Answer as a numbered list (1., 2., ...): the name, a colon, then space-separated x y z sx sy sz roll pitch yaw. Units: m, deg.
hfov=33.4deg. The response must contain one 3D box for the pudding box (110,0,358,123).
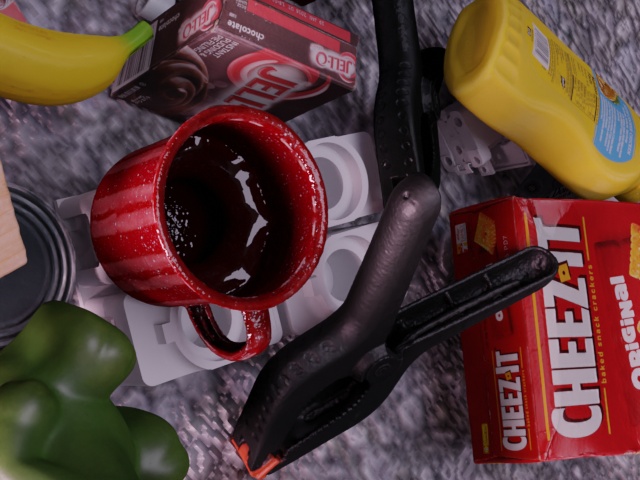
1. pudding box: -0.048 -0.095 0.582 0.089 0.114 0.039 19 70 -34

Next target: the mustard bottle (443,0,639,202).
1. mustard bottle: 0.167 -0.080 0.712 0.191 0.058 0.096 34 42 -25

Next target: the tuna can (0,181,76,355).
1. tuna can: -0.167 0.014 0.528 0.085 0.034 0.086 5 81 -36

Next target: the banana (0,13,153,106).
1. banana: -0.173 -0.111 0.502 0.197 0.037 0.069 24 52 -32

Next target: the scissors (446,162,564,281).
1. scissors: 0.173 -0.034 0.767 0.201 0.096 0.016 -60 157 -28

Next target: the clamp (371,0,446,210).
1. clamp: 0.058 -0.086 0.671 0.120 0.039 0.171 34 54 -58

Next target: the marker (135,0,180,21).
1. marker: -0.054 -0.116 0.639 0.121 0.020 0.020 24 70 -32

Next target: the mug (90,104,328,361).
1. mug: -0.053 0.001 0.507 0.093 0.082 0.117 -21 97 -37

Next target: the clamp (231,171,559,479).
1. clamp: 0.024 0.052 0.581 0.210 0.036 0.164 -41 145 10

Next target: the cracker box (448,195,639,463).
1. cracker box: 0.196 0.058 0.711 0.213 0.072 0.164 2 78 -33
